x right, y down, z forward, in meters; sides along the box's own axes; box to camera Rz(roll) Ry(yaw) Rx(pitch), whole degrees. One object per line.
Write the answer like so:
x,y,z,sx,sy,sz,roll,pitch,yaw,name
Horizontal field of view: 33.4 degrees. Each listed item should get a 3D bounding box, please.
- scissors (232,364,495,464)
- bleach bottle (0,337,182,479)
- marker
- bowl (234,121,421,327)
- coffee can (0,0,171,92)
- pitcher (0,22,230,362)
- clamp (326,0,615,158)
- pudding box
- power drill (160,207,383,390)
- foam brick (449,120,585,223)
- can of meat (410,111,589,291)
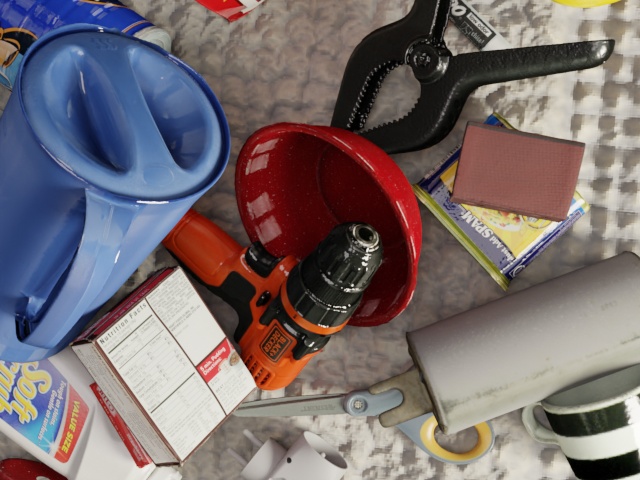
0.041,0.136,0.788,0.202,0.016,0.096,-19,93,2,scissors
-0.208,0.108,0.817,0.251,0.068,0.102,37,96,4,bleach bottle
0.092,-0.176,0.780,0.020,0.020,0.121,-44,85,8,marker
0.016,-0.021,0.755,0.162,0.055,0.162,26,135,29,bowl
-0.196,-0.148,0.786,0.140,0.102,0.103,35,96,7,coffee can
-0.170,-0.009,0.699,0.145,0.149,0.243,50,134,8,pitcher
0.088,-0.123,0.745,0.165,0.036,0.210,48,114,18,clamp
-0.107,0.088,0.749,0.039,0.089,0.113,-16,112,51,pudding box
-0.055,0.001,0.751,0.188,0.057,0.185,46,136,10,power drill
0.128,-0.044,0.706,0.078,0.053,0.051,11,89,7,foam brick
0.127,-0.029,0.760,0.084,0.057,0.102,-43,86,5,can of meat
